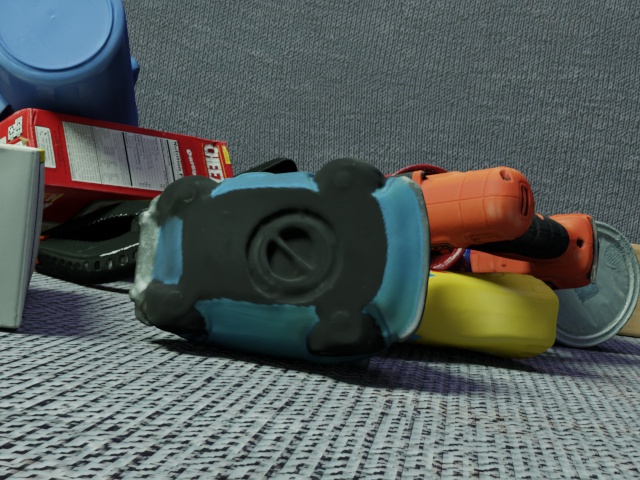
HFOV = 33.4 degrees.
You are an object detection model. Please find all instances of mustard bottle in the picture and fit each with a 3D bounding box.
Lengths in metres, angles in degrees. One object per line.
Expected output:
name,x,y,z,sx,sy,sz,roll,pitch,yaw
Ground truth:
mustard bottle,0.050,0.040,0.692,0.191,0.058,0.096,7,-1,-20

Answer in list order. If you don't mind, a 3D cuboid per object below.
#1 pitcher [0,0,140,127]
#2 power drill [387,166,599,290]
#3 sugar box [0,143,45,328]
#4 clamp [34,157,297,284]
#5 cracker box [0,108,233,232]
pitcher,-0.226,-0.133,0.898,0.145,0.149,0.243,6,-14,-9
power drill,0.097,-0.002,0.756,0.185,0.057,0.187,-5,-12,40
sugar box,-0.184,-0.010,0.610,0.048,0.093,0.176,6,3,-12
clamp,-0.116,-0.010,0.797,0.210,0.036,0.164,-5,28,16
cracker box,-0.202,-0.042,0.898,0.164,0.072,0.213,-20,-15,37
